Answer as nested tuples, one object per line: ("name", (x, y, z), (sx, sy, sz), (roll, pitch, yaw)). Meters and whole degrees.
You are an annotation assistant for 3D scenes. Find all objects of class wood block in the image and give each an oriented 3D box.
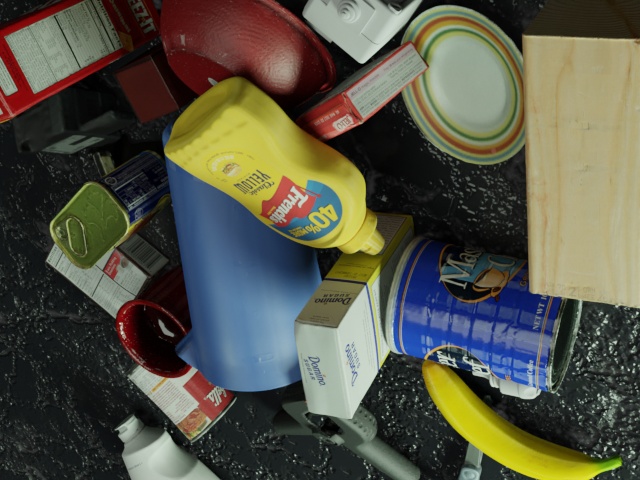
("wood block", (0.204, -0.065, 0.781), (0.090, 0.090, 0.206), (7, 122, 25))

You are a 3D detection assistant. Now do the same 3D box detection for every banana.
("banana", (0.173, 0.174, 0.982), (0.198, 0.037, 0.070), (26, 117, 2))

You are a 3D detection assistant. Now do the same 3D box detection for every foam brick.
("foam brick", (-0.132, -0.145, 0.931), (0.053, 0.078, 0.051), (-15, 111, 38))

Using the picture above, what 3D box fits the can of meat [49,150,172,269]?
("can of meat", (-0.188, -0.030, 0.985), (0.057, 0.083, 0.102), (50, 132, -2))

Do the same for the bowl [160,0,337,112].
("bowl", (-0.070, -0.146, 0.855), (0.162, 0.055, 0.162), (27, 165, 8))

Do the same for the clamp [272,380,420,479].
("clamp", (0.004, 0.175, 1.033), (0.165, 0.036, 0.210), (16, 157, 24))

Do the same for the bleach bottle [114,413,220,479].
("bleach bottle", (-0.143, 0.302, 1.234), (0.103, 0.068, 0.251), (-34, 97, 40))

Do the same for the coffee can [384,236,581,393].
("coffee can", (0.137, 0.060, 0.891), (0.140, 0.102, 0.103), (13, 125, 22))

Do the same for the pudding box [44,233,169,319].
("pudding box", (-0.225, 0.021, 1.117), (0.113, 0.039, 0.090), (40, 131, 4))

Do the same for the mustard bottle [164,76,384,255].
("mustard bottle", (-0.022, -0.045, 0.842), (0.191, 0.058, 0.096), (35, 138, -26))

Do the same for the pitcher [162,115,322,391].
("pitcher", (-0.056, 0.001, 0.960), (0.145, 0.149, 0.243), (14, 123, 40))

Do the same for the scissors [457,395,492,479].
("scissors", (0.162, 0.240, 1.049), (0.096, 0.016, 0.202), (28, 126, 6))

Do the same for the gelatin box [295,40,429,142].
("gelatin box", (0.032, -0.114, 0.838), (0.030, 0.089, 0.073), (54, 148, -10))

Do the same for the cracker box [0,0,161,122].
("cracker box", (-0.261, -0.154, 0.910), (0.164, 0.213, 0.072), (-12, 111, 34))

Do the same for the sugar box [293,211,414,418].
("sugar box", (0.034, 0.058, 0.900), (0.048, 0.176, 0.093), (7, 123, 26))

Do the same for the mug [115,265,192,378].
("mug", (-0.155, 0.080, 1.084), (0.117, 0.081, 0.093), (-14, 112, 37))

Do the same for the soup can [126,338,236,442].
("soup can", (-0.149, 0.155, 1.139), (0.102, 0.068, 0.069), (46, 130, -3))
